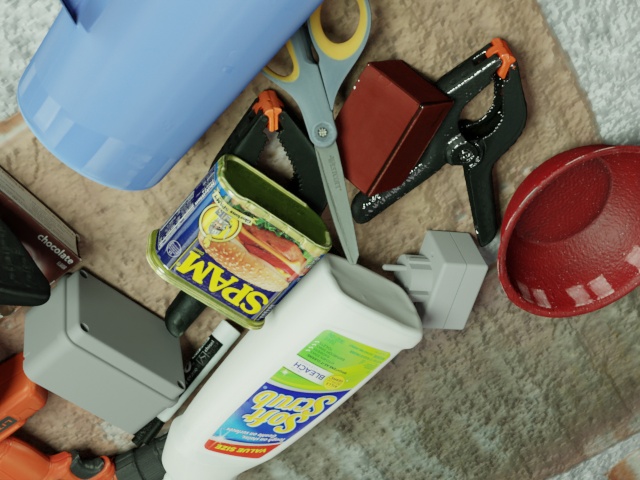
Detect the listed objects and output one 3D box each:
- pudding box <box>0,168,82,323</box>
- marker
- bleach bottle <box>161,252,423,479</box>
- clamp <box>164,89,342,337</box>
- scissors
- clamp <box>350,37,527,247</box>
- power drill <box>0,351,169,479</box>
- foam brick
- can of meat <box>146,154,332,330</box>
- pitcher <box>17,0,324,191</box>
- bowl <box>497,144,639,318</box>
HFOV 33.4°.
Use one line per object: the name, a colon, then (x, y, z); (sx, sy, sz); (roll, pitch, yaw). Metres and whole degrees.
pudding box: (-0.238, -0.002, 0.744); (0.090, 0.039, 0.113); (-36, 127, 13)
marker: (-0.109, 0.115, 0.853); (0.121, 0.020, 0.020); (-50, 126, -5)
bleach bottle: (-0.038, 0.124, 0.835); (0.102, 0.068, 0.251); (26, 117, -32)
clamp: (-0.047, -0.010, 0.791); (0.164, 0.036, 0.210); (-12, 129, -7)
scissors: (0.015, -0.089, 0.713); (0.096, 0.016, 0.201); (-28, 105, 7)
clamp: (0.110, -0.065, 0.793); (0.120, 0.039, 0.172); (14, 126, -27)
power drill: (-0.209, 0.174, 0.873); (0.184, 0.057, 0.187); (-33, 127, 3)
foam brick: (0.045, -0.079, 0.744); (0.052, 0.051, 0.078); (-19, 145, -57)
can of meat: (-0.055, 0.001, 0.741); (0.102, 0.057, 0.084); (33, 114, -23)
pitcher: (-0.082, -0.149, 0.621); (0.149, 0.145, 0.243); (40, 114, -6)
bowl: (0.203, -0.018, 0.839); (0.162, 0.055, 0.162); (-10, 128, -13)
